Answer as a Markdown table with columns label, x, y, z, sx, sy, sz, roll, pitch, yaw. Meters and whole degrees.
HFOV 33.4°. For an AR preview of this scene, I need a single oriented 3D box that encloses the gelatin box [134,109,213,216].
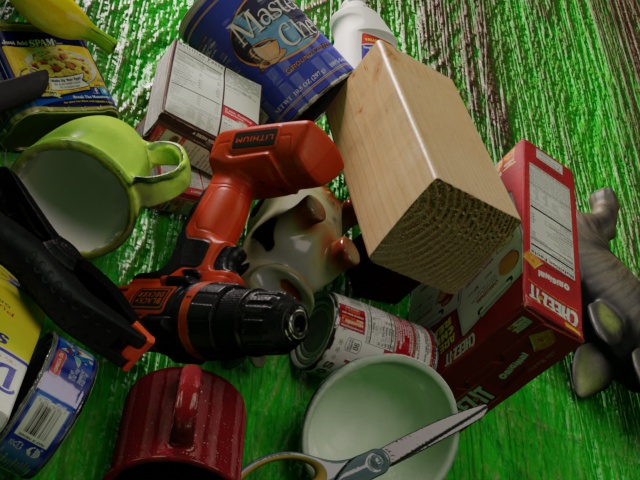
| label | x | y | z | sx | sy | sz | roll | pitch | yaw |
| --- | --- | --- | --- | --- | --- | --- | --- | --- | --- |
| gelatin box | -0.113 | -0.061 | 0.889 | 0.073 | 0.030 | 0.089 | 12 | 46 | -35 |

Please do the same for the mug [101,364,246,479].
| label | x | y | z | sx | sy | sz | roll | pitch | yaw |
| --- | --- | --- | --- | --- | --- | --- | --- | --- | --- |
| mug | -0.089 | 0.127 | 0.678 | 0.093 | 0.117 | 0.081 | 7 | 41 | -4 |

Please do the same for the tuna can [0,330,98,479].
| label | x | y | z | sx | sy | sz | roll | pitch | yaw |
| --- | --- | --- | --- | --- | --- | --- | --- | --- | --- |
| tuna can | -0.170 | 0.100 | 0.646 | 0.033 | 0.086 | 0.086 | 33 | 39 | -18 |

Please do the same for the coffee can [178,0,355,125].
| label | x | y | z | sx | sy | sz | roll | pitch | yaw |
| --- | --- | --- | --- | --- | --- | --- | --- | --- | --- |
| coffee can | -0.048 | -0.172 | 0.990 | 0.140 | 0.103 | 0.102 | 49 | 38 | 4 |

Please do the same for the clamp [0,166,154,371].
| label | x | y | z | sx | sy | sz | roll | pitch | yaw |
| --- | --- | --- | --- | --- | --- | --- | --- | --- | --- |
| clamp | -0.175 | 0.011 | 0.685 | 0.171 | 0.039 | 0.120 | 45 | 14 | -8 |

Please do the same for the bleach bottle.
| label | x | y | z | sx | sy | sz | roll | pitch | yaw |
| --- | --- | --- | --- | --- | --- | --- | --- | --- | --- |
| bleach bottle | 0.045 | -0.168 | 1.108 | 0.102 | 0.068 | 0.251 | 20 | 42 | -30 |

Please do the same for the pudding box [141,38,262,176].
| label | x | y | z | sx | sy | sz | roll | pitch | yaw |
| --- | --- | --- | --- | --- | --- | --- | --- | --- | --- |
| pudding box | -0.097 | -0.108 | 0.892 | 0.090 | 0.039 | 0.113 | 26 | 35 | -21 |

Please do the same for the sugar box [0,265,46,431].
| label | x | y | z | sx | sy | sz | roll | pitch | yaw |
| --- | --- | --- | --- | --- | --- | --- | --- | --- | --- |
| sugar box | -0.214 | 0.050 | 0.625 | 0.093 | 0.048 | 0.176 | 38 | 11 | -18 |

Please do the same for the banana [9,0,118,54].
| label | x | y | z | sx | sy | sz | roll | pitch | yaw |
| --- | --- | --- | --- | --- | --- | --- | --- | --- | --- |
| banana | -0.220 | -0.195 | 0.838 | 0.069 | 0.037 | 0.198 | 37 | 8 | -41 |

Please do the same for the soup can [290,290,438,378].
| label | x | y | z | sx | sy | sz | roll | pitch | yaw |
| --- | --- | --- | --- | --- | --- | --- | --- | --- | --- |
| soup can | 0.035 | 0.087 | 0.861 | 0.102 | 0.069 | 0.068 | 22 | 44 | -27 |

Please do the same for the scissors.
| label | x | y | z | sx | sy | sz | roll | pitch | yaw |
| --- | --- | --- | --- | --- | --- | --- | --- | --- | --- |
| scissors | 0.035 | 0.178 | 0.753 | 0.201 | 0.016 | 0.096 | -7 | 73 | -13 |

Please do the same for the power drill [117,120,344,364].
| label | x | y | z | sx | sy | sz | roll | pitch | yaw |
| --- | --- | --- | --- | --- | --- | --- | --- | --- | --- |
| power drill | -0.055 | 0.001 | 0.736 | 0.057 | 0.185 | 0.187 | 54 | 51 | -35 |

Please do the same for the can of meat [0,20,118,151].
| label | x | y | z | sx | sy | sz | roll | pitch | yaw |
| --- | --- | --- | --- | --- | --- | --- | --- | --- | --- |
| can of meat | -0.215 | -0.118 | 0.825 | 0.101 | 0.058 | 0.084 | -9 | 64 | -47 |

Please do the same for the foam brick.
| label | x | y | z | sx | sy | sz | roll | pitch | yaw |
| --- | --- | --- | --- | --- | --- | --- | --- | --- | --- |
| foam brick | 0.065 | 0.013 | 0.948 | 0.052 | 0.078 | 0.051 | 12 | 50 | -35 |

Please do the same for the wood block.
| label | x | y | z | sx | sy | sz | roll | pitch | yaw |
| --- | --- | --- | --- | --- | --- | --- | --- | --- | --- |
| wood block | 0.078 | -0.065 | 0.892 | 0.090 | 0.090 | 0.206 | 23 | 31 | -28 |

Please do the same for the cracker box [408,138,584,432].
| label | x | y | z | sx | sy | sz | roll | pitch | yaw |
| --- | --- | --- | --- | --- | --- | --- | --- | --- | --- |
| cracker box | 0.150 | 0.039 | 0.932 | 0.072 | 0.164 | 0.213 | 30 | 40 | -17 |
